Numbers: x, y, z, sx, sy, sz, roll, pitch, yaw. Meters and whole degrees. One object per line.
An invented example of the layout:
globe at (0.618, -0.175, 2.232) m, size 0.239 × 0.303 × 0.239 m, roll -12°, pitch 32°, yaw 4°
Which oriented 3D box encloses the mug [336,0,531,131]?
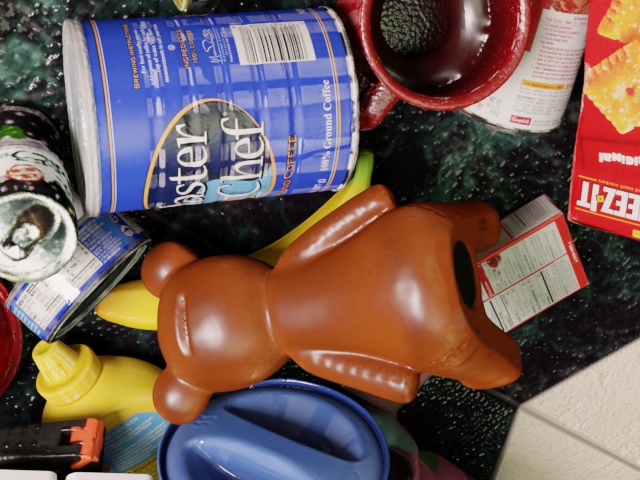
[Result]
mug at (0.049, -0.111, 0.583) m, size 0.093 × 0.081 × 0.117 m, roll 31°, pitch 94°, yaw -17°

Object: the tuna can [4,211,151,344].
tuna can at (-0.137, 0.018, 0.608) m, size 0.034 × 0.086 × 0.086 m, roll 43°, pitch 102°, yaw -1°

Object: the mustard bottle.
mustard bottle at (-0.126, 0.131, 0.701) m, size 0.096 × 0.058 × 0.191 m, roll -27°, pitch 126°, yaw 7°

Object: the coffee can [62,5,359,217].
coffee can at (-0.061, -0.070, 0.572) m, size 0.140 × 0.103 × 0.103 m, roll -7°, pitch 122°, yaw -16°

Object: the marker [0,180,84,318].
marker at (-0.158, -0.003, 0.631) m, size 0.020 × 0.020 × 0.121 m, roll 31°, pitch 106°, yaw -32°

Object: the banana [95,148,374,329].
banana at (-0.043, 0.014, 0.674) m, size 0.198 × 0.037 × 0.069 m, roll -30°, pitch 112°, yaw 0°

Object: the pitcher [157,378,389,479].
pitcher at (-0.025, 0.222, 0.661) m, size 0.145 × 0.149 × 0.243 m, roll 7°, pitch 122°, yaw 8°

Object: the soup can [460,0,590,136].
soup can at (0.124, -0.121, 0.626) m, size 0.068 × 0.068 × 0.102 m, roll 2°, pitch 120°, yaw -20°

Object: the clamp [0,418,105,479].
clamp at (-0.214, 0.159, 0.667) m, size 0.164 × 0.036 × 0.210 m, roll 29°, pitch 131°, yaw -29°

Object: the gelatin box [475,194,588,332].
gelatin box at (0.134, 0.020, 0.740) m, size 0.089 × 0.030 × 0.073 m, roll -30°, pitch 127°, yaw 1°
